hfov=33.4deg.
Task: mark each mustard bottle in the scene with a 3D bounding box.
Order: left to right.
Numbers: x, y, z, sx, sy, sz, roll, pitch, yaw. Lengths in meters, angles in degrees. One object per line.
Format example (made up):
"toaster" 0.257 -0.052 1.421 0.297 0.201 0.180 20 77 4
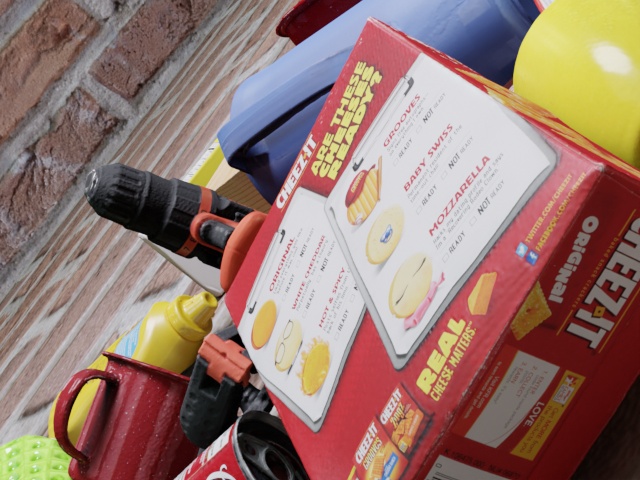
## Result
"mustard bottle" -0.156 0.106 0.922 0.192 0.058 0.096 -42 16 25

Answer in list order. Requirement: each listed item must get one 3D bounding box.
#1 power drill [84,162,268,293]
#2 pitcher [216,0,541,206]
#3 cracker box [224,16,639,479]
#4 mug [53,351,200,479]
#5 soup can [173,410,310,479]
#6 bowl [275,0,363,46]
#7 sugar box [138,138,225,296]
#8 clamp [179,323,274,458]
"power drill" -0.055 0.001 0.703 0.188 0.184 0.057 27 97 65
"pitcher" 0.051 -0.111 0.729 0.243 0.145 0.149 -31 31 41
"cracker box" 0.045 0.014 0.449 0.164 0.072 0.214 -62 26 13
"mug" -0.117 0.120 0.671 0.093 0.117 0.081 7 73 44
"soup can" -0.050 0.143 0.538 0.102 0.068 0.068 -44 17 20
"bowl" 0.047 -0.178 0.848 0.162 0.055 0.162 -25 0 0
"sugar box" -0.078 -0.043 0.993 0.176 0.093 0.048 -53 16 -10
"clamp" -0.047 0.094 0.597 0.120 0.039 0.171 -62 -16 -8
